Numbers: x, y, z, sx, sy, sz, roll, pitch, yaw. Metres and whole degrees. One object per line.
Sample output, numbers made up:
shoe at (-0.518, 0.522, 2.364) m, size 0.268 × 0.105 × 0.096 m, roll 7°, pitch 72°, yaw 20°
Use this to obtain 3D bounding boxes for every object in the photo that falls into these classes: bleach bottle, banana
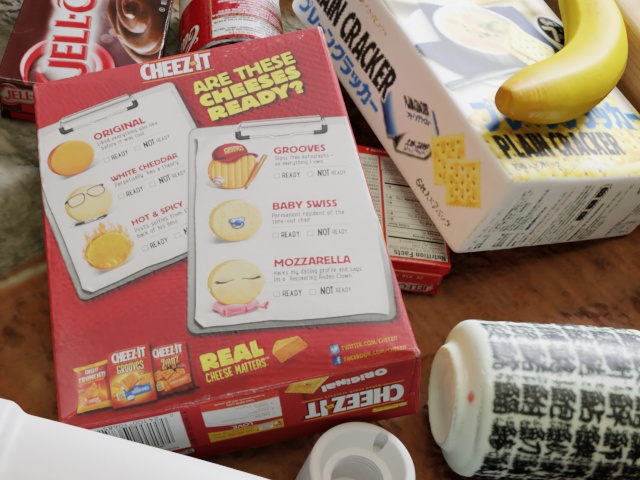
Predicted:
bleach bottle at (-0.025, 0.135, 0.446) m, size 0.250 × 0.103 × 0.068 m, roll 12°, pitch 51°, yaw -3°
banana at (0.146, -0.111, 0.625) m, size 0.069 × 0.037 × 0.197 m, roll 20°, pitch 38°, yaw 4°

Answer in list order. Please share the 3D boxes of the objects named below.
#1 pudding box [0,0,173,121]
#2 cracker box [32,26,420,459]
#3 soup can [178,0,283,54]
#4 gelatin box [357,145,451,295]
pudding box at (-0.142, -0.119, 0.660) m, size 0.090 × 0.039 × 0.113 m, roll 9°, pitch 51°, yaw -6°
cracker box at (-0.054, 0.001, 0.549) m, size 0.164 × 0.072 × 0.214 m, roll -12°, pitch 55°, yaw -4°
soup can at (-0.055, -0.134, 0.674) m, size 0.068 × 0.069 × 0.102 m, roll 3°, pitch 52°, yaw -12°
gelatin box at (0.034, -0.013, 0.625) m, size 0.073 × 0.030 × 0.089 m, roll 7°, pitch 51°, yaw -10°
